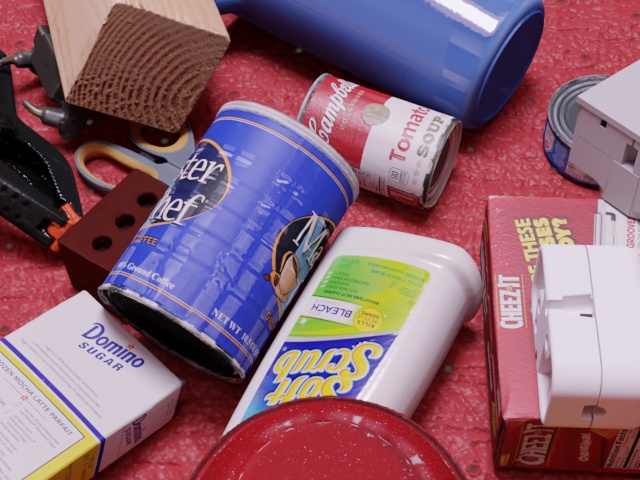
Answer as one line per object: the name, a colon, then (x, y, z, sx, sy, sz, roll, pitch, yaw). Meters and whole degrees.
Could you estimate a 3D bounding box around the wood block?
wood block: (-0.147, -0.187, 0.797, 0.090, 0.090, 0.206, 13, 38, -33)

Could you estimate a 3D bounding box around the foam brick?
foam brick: (-0.125, 0.002, 0.704, 0.053, 0.051, 0.078, 28, 58, 21)

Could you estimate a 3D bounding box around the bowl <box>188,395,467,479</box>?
bowl: (0.004, 0.141, 0.519, 0.162, 0.055, 0.162, 0, 59, 0)

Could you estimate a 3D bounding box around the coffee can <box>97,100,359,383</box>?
coffee can: (-0.054, 0.001, 0.651, 0.103, 0.103, 0.140, 25, 71, 19)

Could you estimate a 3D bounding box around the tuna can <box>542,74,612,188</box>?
tuna can: (0.205, -0.078, 0.772, 0.086, 0.034, 0.086, -1, 52, 1)

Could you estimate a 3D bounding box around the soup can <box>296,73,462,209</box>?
soup can: (0.040, -0.069, 0.747, 0.102, 0.068, 0.068, 21, 55, 16)

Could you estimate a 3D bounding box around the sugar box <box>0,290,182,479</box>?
sugar box: (-0.173, 0.106, 0.599, 0.093, 0.048, 0.175, 40, 45, 20)

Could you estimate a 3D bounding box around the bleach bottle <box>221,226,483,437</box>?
bleach bottle: (0.002, 0.106, 0.611, 0.103, 0.068, 0.250, 12, 53, 28)

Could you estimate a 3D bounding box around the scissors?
scissors: (-0.078, -0.044, 0.762, 0.202, 0.016, 0.096, 17, 54, 13)

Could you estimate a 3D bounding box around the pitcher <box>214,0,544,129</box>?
pitcher: (0.047, -0.192, 0.806, 0.243, 0.149, 0.144, 33, 22, 19)

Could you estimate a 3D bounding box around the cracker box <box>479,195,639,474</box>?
cracker box: (0.208, 0.057, 0.644, 0.213, 0.072, 0.164, 1, 50, 3)

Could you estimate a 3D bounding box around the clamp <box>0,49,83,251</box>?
clamp: (-0.241, -0.075, 0.735, 0.210, 0.036, 0.164, 50, 25, 25)
